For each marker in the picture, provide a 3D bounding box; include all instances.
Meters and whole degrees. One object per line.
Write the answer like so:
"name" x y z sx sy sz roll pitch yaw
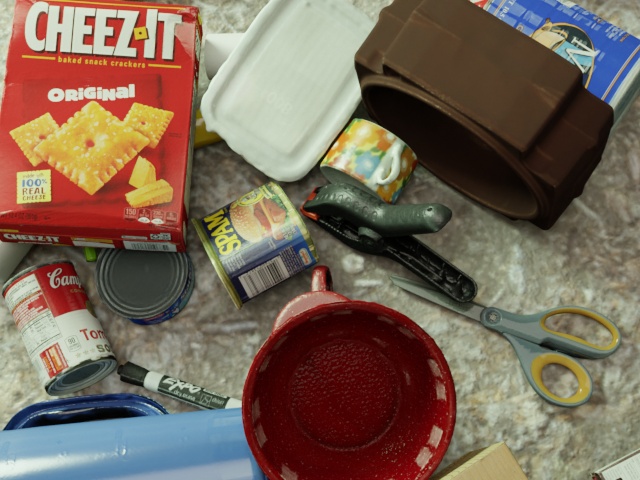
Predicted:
"marker" -0.122 0.132 0.935 0.121 0.020 0.020 17 77 12

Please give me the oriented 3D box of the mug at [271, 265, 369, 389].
"mug" 0.004 0.078 0.901 0.093 0.081 0.117 -1 74 7

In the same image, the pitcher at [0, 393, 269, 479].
"pitcher" -0.160 0.198 0.873 0.243 0.145 0.149 -9 85 1

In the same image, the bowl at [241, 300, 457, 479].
"bowl" 0.021 0.124 0.820 0.162 0.055 0.162 0 92 -2

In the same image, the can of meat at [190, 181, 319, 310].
"can of meat" -0.056 0.001 0.928 0.084 0.057 0.102 -28 35 -4

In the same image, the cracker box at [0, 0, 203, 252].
"cracker box" -0.192 -0.103 0.934 0.164 0.072 0.213 4 75 -4

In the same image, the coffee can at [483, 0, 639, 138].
"coffee can" 0.207 -0.156 0.933 0.140 0.103 0.102 34 80 15

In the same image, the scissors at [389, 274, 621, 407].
"scissors" 0.153 0.087 0.914 0.202 0.016 0.096 7 75 9

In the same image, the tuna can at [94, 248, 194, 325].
"tuna can" -0.157 0.032 0.961 0.086 0.033 0.086 -2 73 7

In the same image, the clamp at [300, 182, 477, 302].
"clamp" 0.060 -0.002 0.918 0.172 0.120 0.039 20 57 43

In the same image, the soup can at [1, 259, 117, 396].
"soup can" -0.230 0.077 0.939 0.068 0.068 0.102 -28 73 -2
